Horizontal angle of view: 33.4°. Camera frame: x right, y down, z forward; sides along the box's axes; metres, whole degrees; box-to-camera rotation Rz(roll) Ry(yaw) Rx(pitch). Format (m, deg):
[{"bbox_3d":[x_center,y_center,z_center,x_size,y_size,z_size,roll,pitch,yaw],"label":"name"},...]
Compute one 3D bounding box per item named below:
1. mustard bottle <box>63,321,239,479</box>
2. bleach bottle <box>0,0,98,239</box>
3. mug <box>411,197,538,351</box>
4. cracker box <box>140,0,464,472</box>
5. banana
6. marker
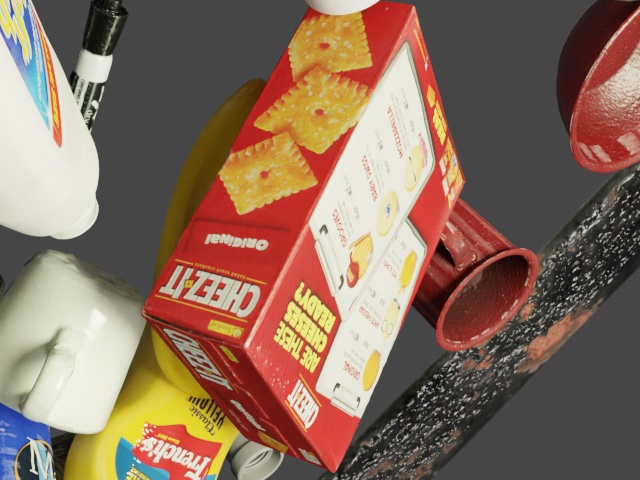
[{"bbox_3d":[-0.100,0.126,0.642,0.096,0.058,0.191,51,55,-36],"label":"mustard bottle"},{"bbox_3d":[-0.138,-0.084,0.398,0.068,0.102,0.251,-16,148,0],"label":"bleach bottle"},{"bbox_3d":[0.093,0.014,0.768,0.093,0.082,0.117,-40,145,-4],"label":"mug"},{"bbox_3d":[0.002,-0.003,0.600,0.213,0.072,0.164,-63,151,-24],"label":"cracker box"},{"bbox_3d":[-0.063,0.007,0.600,0.069,0.037,0.198,-14,114,-60],"label":"banana"},{"bbox_3d":[-0.121,-0.068,0.535,0.020,0.020,0.121,-3,129,-42],"label":"marker"}]
